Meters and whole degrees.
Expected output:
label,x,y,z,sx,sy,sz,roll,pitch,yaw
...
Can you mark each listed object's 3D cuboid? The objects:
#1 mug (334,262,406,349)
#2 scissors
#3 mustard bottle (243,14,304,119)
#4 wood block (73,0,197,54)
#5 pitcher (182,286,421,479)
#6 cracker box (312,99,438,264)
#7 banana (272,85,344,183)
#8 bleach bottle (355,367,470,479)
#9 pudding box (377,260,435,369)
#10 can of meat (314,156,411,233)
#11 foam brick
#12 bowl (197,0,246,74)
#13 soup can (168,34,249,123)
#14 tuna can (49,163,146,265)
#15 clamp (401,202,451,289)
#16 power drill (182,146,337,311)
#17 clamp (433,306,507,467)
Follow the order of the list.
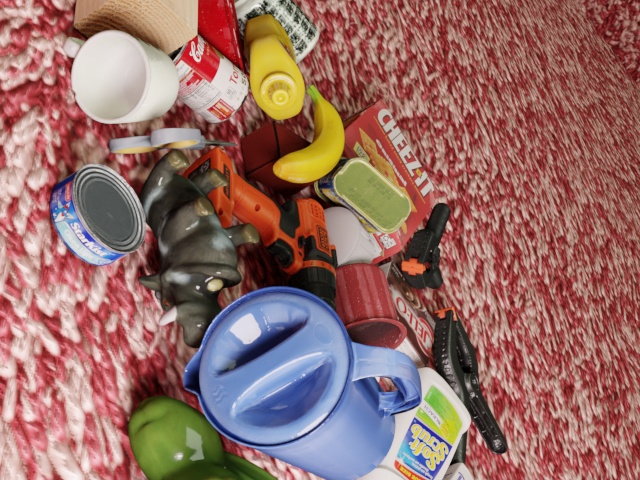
label,x,y,z,sx,sy,sz,roll,pitch,yaw
mug,0.043,0.085,1.200,0.117,0.093,0.081,78,-1,-56
scissors,-0.146,-0.096,1.063,0.201,0.096,0.016,-16,100,-85
mustard bottle,-0.052,-0.190,1.211,0.191,0.058,0.096,-103,177,-65
wood block,-0.188,-0.288,1.114,0.090,0.091,0.206,37,36,-41
pitcher,0.002,0.141,0.946,0.149,0.145,0.242,39,-6,27
cracker box,0.069,-0.080,1.394,0.164,0.072,0.213,59,27,-9
banana,-0.008,-0.108,1.214,0.069,0.037,0.197,30,33,-9
bleach bottle,0.095,0.246,1.163,0.102,0.068,0.250,53,31,-13
pudding box,0.097,0.095,1.322,0.113,0.039,0.090,53,28,-20
can of meat,0.050,-0.052,1.243,0.102,0.057,0.084,40,-6,-12
foam brick,-0.045,-0.093,1.228,0.078,0.053,0.051,27,44,-49
bowl,-0.125,-0.260,1.194,0.162,0.055,0.162,169,-90,-89
soup can,-0.133,-0.177,1.136,0.102,0.069,0.068,36,37,-42
tuna can,-0.194,-0.022,0.930,0.086,0.034,0.086,40,35,-37
clamp,0.140,0.028,1.410,0.171,0.039,0.120,-41,131,-61
power drill,-0.057,0.001,1.097,0.187,0.057,0.184,34,32,-37
clamp,0.178,0.191,1.363,0.164,0.036,0.210,-11,85,-62
